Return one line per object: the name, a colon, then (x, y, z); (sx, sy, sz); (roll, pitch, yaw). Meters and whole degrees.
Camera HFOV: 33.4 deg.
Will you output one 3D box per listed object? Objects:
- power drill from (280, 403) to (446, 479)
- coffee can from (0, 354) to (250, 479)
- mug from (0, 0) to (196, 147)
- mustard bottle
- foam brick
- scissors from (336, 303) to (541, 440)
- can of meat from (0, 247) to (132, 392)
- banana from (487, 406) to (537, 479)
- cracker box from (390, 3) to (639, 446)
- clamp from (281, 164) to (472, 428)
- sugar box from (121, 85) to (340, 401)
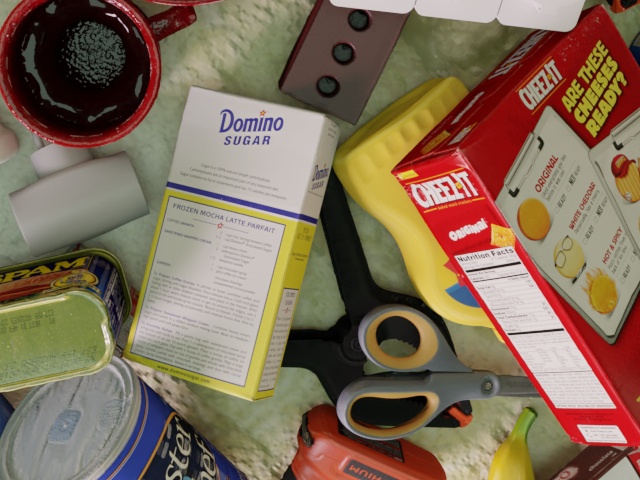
power drill: (0.011, 0.223, 0.748); (0.184, 0.057, 0.188); (27, 102, -10)
coffee can: (-0.118, 0.151, 0.673); (0.103, 0.103, 0.140); (-34, 128, 5)
mug: (-0.128, -0.113, 0.636); (0.117, 0.081, 0.093); (-28, 105, 4)
mustard bottle: (0.096, -0.003, 0.691); (0.096, 0.058, 0.191); (-38, 106, -13)
foam brick: (0.013, -0.118, 0.660); (0.053, 0.051, 0.078); (24, 102, -9)
scissors: (0.101, 0.079, 0.711); (0.201, 0.016, 0.096); (-11, 100, -24)
can of meat: (-0.169, 0.049, 0.643); (0.102, 0.084, 0.057); (-12, 105, -2)
banana: (0.171, 0.217, 0.768); (0.069, 0.037, 0.198); (-30, 105, 5)
cracker box: (0.161, -0.008, 0.652); (0.164, 0.072, 0.213); (-44, 106, -32)
clamp: (0.012, 0.068, 0.716); (0.164, 0.036, 0.210); (-45, 106, 6)
sugar box: (-0.054, 0.001, 0.658); (0.093, 0.048, 0.176); (15, 88, 17)
